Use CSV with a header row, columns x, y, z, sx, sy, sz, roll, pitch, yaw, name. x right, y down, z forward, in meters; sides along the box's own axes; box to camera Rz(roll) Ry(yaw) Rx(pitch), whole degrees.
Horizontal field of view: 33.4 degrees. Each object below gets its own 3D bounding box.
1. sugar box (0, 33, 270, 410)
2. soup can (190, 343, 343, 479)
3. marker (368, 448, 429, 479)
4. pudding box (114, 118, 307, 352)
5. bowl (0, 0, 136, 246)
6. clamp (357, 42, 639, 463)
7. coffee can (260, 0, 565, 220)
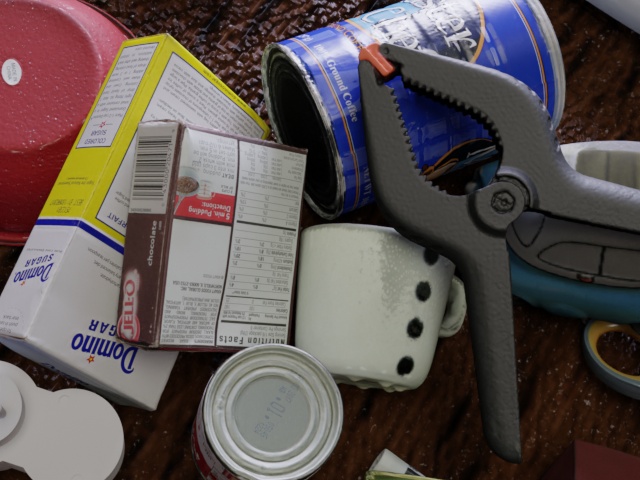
x,y,z,sx,sy,sz,roll,pitch,yaw,name
-0.097,-0.010,0.564,0.093,0.048,0.176,39,66,-41,sugar box
-0.029,0.094,0.534,0.068,0.102,0.068,3,72,-8,soup can
0.079,0.155,0.576,0.121,0.020,0.020,35,71,3,marker
-0.054,0.001,0.547,0.089,0.039,0.113,8,88,-45,pudding box
-0.166,-0.081,0.593,0.162,0.055,0.162,3,72,-8,bowl
0.085,-0.007,0.521,0.210,0.036,0.164,42,92,4,clamp
0.051,-0.083,0.602,0.140,0.103,0.103,-21,77,-15,coffee can
